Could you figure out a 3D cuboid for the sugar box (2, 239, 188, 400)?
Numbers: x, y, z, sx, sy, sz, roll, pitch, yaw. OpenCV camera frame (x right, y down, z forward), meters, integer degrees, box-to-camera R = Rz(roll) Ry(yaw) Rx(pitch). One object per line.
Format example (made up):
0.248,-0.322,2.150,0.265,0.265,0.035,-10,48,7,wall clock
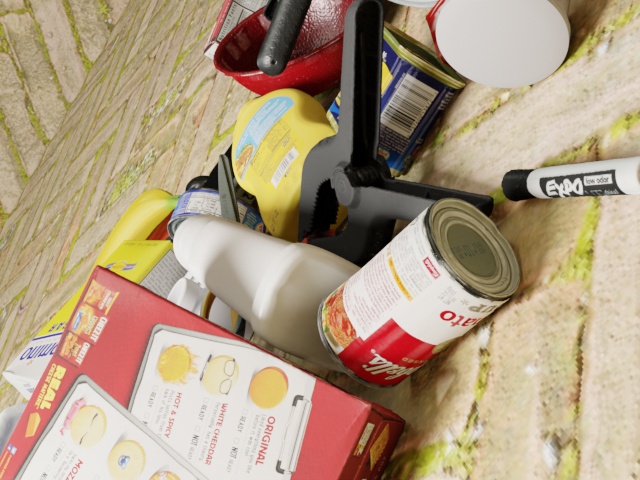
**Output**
-0.204,0.073,0.982,0.094,0.048,0.176,-1,41,51,sugar box

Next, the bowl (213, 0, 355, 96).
-0.015,-0.175,0.974,0.162,0.055,0.162,-20,32,13,bowl

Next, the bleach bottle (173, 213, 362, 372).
-0.050,0.021,0.763,0.251,0.102,0.068,23,87,59,bleach bottle

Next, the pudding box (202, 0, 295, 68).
-0.050,-0.199,1.056,0.039,0.113,0.090,-28,38,62,pudding box

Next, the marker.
0.134,-0.032,0.566,0.020,0.020,0.121,-66,21,-10,marker

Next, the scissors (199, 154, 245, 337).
-0.056,0.001,0.884,0.096,0.016,0.201,-9,55,24,scissors

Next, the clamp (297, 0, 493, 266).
0.027,-0.052,0.723,0.210,0.036,0.164,-42,68,59,clamp

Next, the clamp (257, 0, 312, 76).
-0.012,-0.229,0.887,0.172,0.039,0.120,-62,21,23,clamp

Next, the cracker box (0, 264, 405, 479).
-0.079,0.132,0.638,0.214,0.072,0.164,23,85,29,cracker box

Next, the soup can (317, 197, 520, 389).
0.055,0.031,0.605,0.102,0.068,0.068,-44,28,38,soup can

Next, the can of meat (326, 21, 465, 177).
0.052,-0.105,0.790,0.084,0.057,0.102,-57,22,17,can of meat

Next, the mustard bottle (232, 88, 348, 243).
-0.030,-0.075,0.892,0.096,0.058,0.192,-56,33,13,mustard bottle

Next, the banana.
-0.204,0.017,1.098,0.198,0.037,0.070,-55,23,15,banana

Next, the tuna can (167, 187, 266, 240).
-0.093,-0.012,0.969,0.086,0.086,0.033,-28,38,56,tuna can
